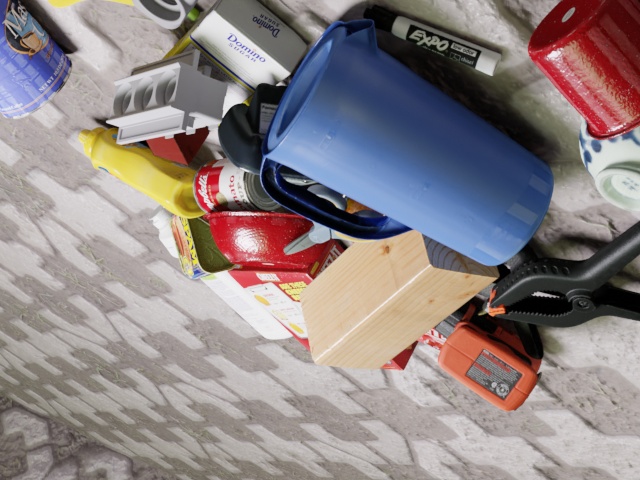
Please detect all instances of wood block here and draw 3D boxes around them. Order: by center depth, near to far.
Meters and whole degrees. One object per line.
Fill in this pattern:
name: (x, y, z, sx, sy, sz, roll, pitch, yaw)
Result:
wood block: (0.074, 0.046, 1.099, 0.090, 0.091, 0.206, 9, 144, -33)

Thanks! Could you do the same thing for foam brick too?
foam brick: (-0.169, -0.132, 1.209, 0.051, 0.053, 0.078, 19, 153, 24)

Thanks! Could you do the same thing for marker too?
marker: (0.091, -0.168, 0.887, 0.121, 0.020, 0.020, 25, 155, 13)

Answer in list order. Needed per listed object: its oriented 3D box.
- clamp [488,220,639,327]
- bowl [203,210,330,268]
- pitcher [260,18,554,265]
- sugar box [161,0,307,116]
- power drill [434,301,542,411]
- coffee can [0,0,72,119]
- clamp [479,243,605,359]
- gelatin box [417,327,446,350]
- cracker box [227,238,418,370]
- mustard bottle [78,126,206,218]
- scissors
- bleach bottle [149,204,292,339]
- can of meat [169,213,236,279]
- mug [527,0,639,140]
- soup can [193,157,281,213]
clamp: (0.268, 0.053, 1.046, 0.210, 0.036, 0.164, -17, 131, 37)
bowl: (-0.058, 0.002, 1.248, 0.162, 0.055, 0.162, 3, 175, 0)
pitcher: (0.074, -0.070, 0.943, 0.242, 0.145, 0.149, 29, 164, -14)
sugar box: (-0.092, -0.177, 1.047, 0.093, 0.048, 0.177, 38, 151, -16)
power drill: (0.172, 0.113, 1.201, 0.184, 0.057, 0.187, 32, -169, 2)
coffee can: (-0.362, -0.220, 1.195, 0.103, 0.102, 0.140, 8, 148, 40)
clamp: (0.206, 0.052, 1.122, 0.171, 0.039, 0.120, 33, 120, 1)
gelatin box: (0.154, 0.112, 1.344, 0.089, 0.030, 0.073, 23, 155, 14)
cracker box: (0.008, 0.081, 1.400, 0.164, 0.072, 0.213, -1, 141, 48)
mustard bottle: (-0.225, -0.093, 1.318, 0.192, 0.058, 0.096, 29, -171, 24)
scissors: (-0.011, -0.018, 1.088, 0.096, 0.016, 0.202, 39, 154, -28)
bleach bottle: (-0.132, 0.039, 1.489, 0.250, 0.068, 0.103, 42, 154, -20)
can of meat: (-0.154, -0.003, 1.396, 0.084, 0.057, 0.102, -21, 84, 64)
mug: (0.209, -0.138, 0.745, 0.081, 0.093, 0.117, 43, 122, -16)
soup can: (-0.091, -0.064, 1.235, 0.102, 0.068, 0.068, -2, 141, 49)
